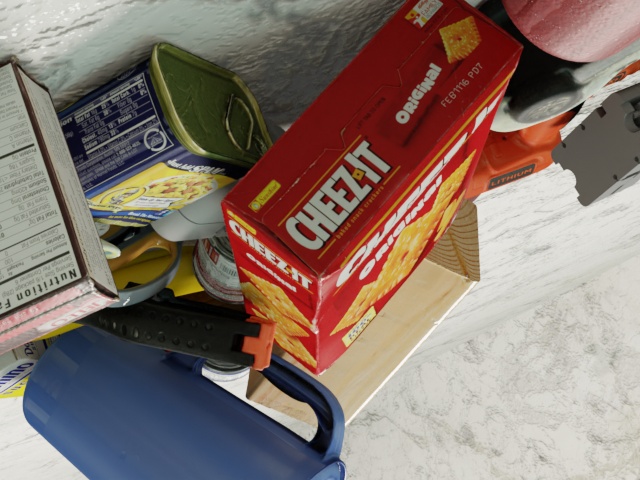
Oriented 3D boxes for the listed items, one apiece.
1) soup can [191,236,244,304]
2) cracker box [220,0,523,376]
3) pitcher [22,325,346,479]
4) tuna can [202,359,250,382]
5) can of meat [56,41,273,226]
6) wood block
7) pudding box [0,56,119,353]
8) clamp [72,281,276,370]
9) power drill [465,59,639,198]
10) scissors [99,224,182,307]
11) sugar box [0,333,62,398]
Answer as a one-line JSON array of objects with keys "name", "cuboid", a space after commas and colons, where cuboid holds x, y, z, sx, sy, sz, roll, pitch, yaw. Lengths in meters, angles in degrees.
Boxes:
[{"name": "soup can", "cuboid": [-0.055, 0.001, 0.768, 0.068, 0.068, 0.102, -20, 167, -16]}, {"name": "cracker box", "cuboid": [0.027, -0.022, 0.612, 0.164, 0.072, 0.214, -49, 169, -15]}, {"name": "pitcher", "cuboid": [-0.104, 0.152, 0.819, 0.149, 0.243, 0.145, -41, 152, -36]}, {"name": "tuna can", "cuboid": [-0.095, 0.095, 1.059, 0.086, 0.086, 0.034, -19, 166, -20]}, {"name": "can of meat", "cuboid": [-0.083, -0.048, 0.534, 0.084, 0.057, 0.102, -25, 167, 20]}, {"name": "wood block", "cuboid": [0.029, 0.049, 0.828, 0.090, 0.090, 0.206, 25, 129, -15]}, {"name": "pudding box", "cuboid": [-0.145, -0.008, 0.447, 0.090, 0.113, 0.039, -24, 161, 2]}, {"name": "clamp", "cuboid": [-0.107, 0.046, 0.674, 0.210, 0.036, 0.164, 10, 180, 30]}, {"name": "power drill", "cuboid": [0.139, -0.091, 0.760, 0.184, 0.057, 0.188, -20, 168, -17]}, {"name": "scissors", "cuboid": [-0.099, -0.023, 0.672, 0.201, 0.096, 0.016, -52, 162, -53]}, {"name": "sugar box", "cuboid": [-0.240, 0.100, 0.902, 0.093, 0.048, 0.176, -28, 168, 19]}]
